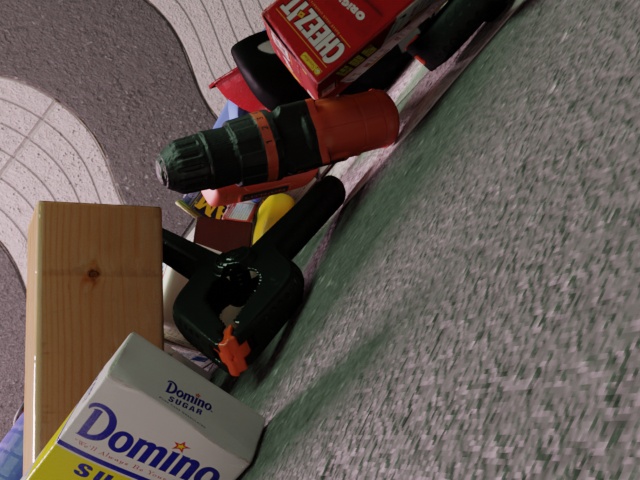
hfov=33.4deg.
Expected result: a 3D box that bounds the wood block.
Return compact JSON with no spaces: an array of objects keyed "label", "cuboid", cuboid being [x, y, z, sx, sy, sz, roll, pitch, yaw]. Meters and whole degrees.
[{"label":"wood block","cuboid":[-0.163,0.084,0.767,0.090,0.090,0.206,144,126,-66]}]

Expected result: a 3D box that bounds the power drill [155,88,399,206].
[{"label":"power drill","cuboid":[-0.047,-0.065,0.839,0.184,0.057,0.188,-14,1,-16]}]

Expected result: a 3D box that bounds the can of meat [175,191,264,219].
[{"label":"can of meat","cuboid":[-0.094,-0.045,1.179,0.084,0.102,0.057,-53,7,-1]}]

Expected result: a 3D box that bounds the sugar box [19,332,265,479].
[{"label":"sugar box","cuboid":[-0.118,0.142,0.613,0.176,0.093,0.048,-51,10,31]}]

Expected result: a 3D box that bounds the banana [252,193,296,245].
[{"label":"banana","cuboid":[-0.046,-0.012,0.995,0.070,0.037,0.197,-53,9,15]}]

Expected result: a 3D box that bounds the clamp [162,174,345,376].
[{"label":"clamp","cuboid":[-0.067,0.025,0.772,0.165,0.036,0.210,-13,29,14]}]

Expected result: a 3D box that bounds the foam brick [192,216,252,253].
[{"label":"foam brick","cuboid":[-0.092,0.015,0.992,0.078,0.053,0.051,108,169,-71]}]

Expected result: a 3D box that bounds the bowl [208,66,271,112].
[{"label":"bowl","cuboid":[-0.029,-0.170,1.065,0.162,0.055,0.162,-29,7,4]}]

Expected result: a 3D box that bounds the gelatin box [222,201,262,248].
[{"label":"gelatin box","cuboid":[-0.083,-0.003,1.090,0.089,0.030,0.073,-73,-10,-66]}]

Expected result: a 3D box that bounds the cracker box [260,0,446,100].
[{"label":"cracker box","cuboid":[0.059,-0.199,0.788,0.214,0.072,0.164,-40,0,2]}]

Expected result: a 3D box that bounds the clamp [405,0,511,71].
[{"label":"clamp","cuboid":[0.109,-0.165,0.709,0.172,0.039,0.120,-48,-1,43]}]
